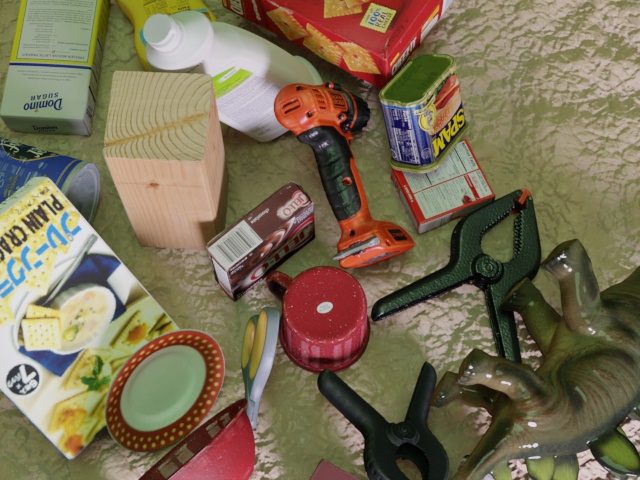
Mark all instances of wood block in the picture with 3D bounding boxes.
[{"bbox_3d":[-0.143,-0.071,1.031,0.091,0.206,0.090,3,68,1],"label":"wood block"}]

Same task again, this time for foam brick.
[{"bbox_3d":[0.012,0.239,0.972,0.053,0.078,0.051,28,72,11],"label":"foam brick"}]

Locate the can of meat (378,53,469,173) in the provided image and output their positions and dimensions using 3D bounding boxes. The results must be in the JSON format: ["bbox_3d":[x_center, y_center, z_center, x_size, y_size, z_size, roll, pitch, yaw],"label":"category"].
[{"bbox_3d":[0.107,-0.133,1.102,0.058,0.084,0.102,13,45,33],"label":"can of meat"}]

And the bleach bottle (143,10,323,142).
[{"bbox_3d":[-0.088,-0.169,1.040,0.103,0.250,0.068,-35,69,13],"label":"bleach bottle"}]

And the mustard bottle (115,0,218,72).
[{"bbox_3d":[-0.161,-0.231,1.177,0.096,0.058,0.192,-20,69,-9],"label":"mustard bottle"}]

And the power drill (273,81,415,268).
[{"bbox_3d":[0.030,-0.069,1.074,0.057,0.184,0.188,-25,84,24],"label":"power drill"}]

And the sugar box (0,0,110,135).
[{"bbox_3d":[-0.290,-0.203,1.175,0.093,0.048,0.176,4,71,2],"label":"sugar box"}]

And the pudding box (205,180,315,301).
[{"bbox_3d":[-0.057,0.001,1.064,0.113,0.090,0.039,-37,70,-13],"label":"pudding box"}]

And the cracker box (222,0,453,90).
[{"bbox_3d":[0.023,-0.278,1.132,0.214,0.072,0.164,31,71,15],"label":"cracker box"}]

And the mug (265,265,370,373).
[{"bbox_3d":[-0.005,0.067,1.040,0.117,0.081,0.093,39,73,15],"label":"mug"}]

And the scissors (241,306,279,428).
[{"bbox_3d":[-0.071,0.157,1.030,0.016,0.096,0.202,11,98,-16],"label":"scissors"}]

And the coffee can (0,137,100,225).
[{"bbox_3d":[-0.308,-0.048,1.079,0.140,0.103,0.102,16,69,7],"label":"coffee can"}]

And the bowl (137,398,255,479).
[{"bbox_3d":[-0.112,0.213,0.950,0.162,0.162,0.055,-40,93,-15],"label":"bowl"}]

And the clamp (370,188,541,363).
[{"bbox_3d":[0.171,0.042,1.073,0.164,0.036,0.209,35,69,6],"label":"clamp"}]

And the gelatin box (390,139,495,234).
[{"bbox_3d":[0.128,-0.056,1.119,0.089,0.030,0.073,-21,68,-8],"label":"gelatin box"}]

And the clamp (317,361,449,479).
[{"bbox_3d":[0.080,0.179,0.989,0.120,0.039,0.171,-13,53,-19],"label":"clamp"}]
